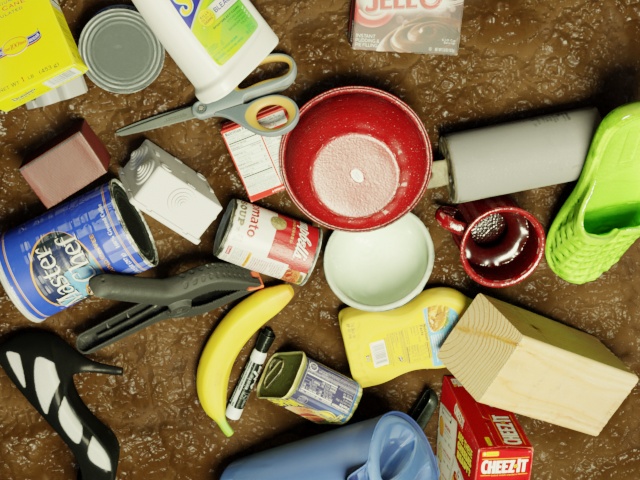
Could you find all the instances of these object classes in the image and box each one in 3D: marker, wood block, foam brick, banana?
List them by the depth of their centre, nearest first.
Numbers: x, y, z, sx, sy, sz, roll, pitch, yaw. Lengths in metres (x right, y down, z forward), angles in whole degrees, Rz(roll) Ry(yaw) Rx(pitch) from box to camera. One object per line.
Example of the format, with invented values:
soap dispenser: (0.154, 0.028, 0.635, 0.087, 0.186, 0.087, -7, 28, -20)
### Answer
foam brick: (-0.264, -0.080, 1.108, 0.078, 0.053, 0.051, -31, 112, 7)
wood block: (0.246, 0.141, 1.197, 0.205, 0.091, 0.090, 21, 108, -36)
banana: (-0.096, 0.125, 1.215, 0.069, 0.037, 0.198, 22, 107, -3)
marker: (-0.081, 0.154, 1.241, 0.020, 0.020, 0.121, 20, 108, -14)

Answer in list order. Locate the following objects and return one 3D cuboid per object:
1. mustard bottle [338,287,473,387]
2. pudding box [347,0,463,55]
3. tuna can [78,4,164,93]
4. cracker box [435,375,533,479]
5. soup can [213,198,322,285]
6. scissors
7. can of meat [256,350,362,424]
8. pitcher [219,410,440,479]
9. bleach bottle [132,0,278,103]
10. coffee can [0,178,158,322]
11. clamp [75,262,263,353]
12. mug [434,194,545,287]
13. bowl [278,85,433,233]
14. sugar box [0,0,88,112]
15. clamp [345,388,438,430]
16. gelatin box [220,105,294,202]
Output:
mustard bottle: (0.122, 0.103, 1.221, 0.191, 0.058, 0.096, -13, 114, -1)
pudding box: (0.088, -0.239, 1.089, 0.113, 0.039, 0.090, 2, 111, -7)
tuna can: (-0.200, -0.194, 1.078, 0.086, 0.034, 0.086, -2, 112, -5)
cracker box: (0.185, 0.289, 1.247, 0.072, 0.164, 0.214, 0, 112, -8)
soup can: (-0.058, 0.001, 1.155, 0.102, 0.068, 0.068, 19, 109, -13)
scissors: (-0.108, -0.123, 1.104, 0.202, 0.016, 0.096, -29, 73, 4)
can of meat: (-0.013, 0.169, 1.212, 0.083, 0.102, 0.057, 29, 72, -20)
pitcher: (0.009, 0.281, 1.210, 0.243, 0.145, 0.149, -20, 122, 34)
bleach bottle: (-0.154, -0.259, 1.030, 0.250, 0.068, 0.102, 50, 66, -20)
coffee can: (-0.256, 0.011, 1.118, 0.140, 0.103, 0.103, -25, 113, 4)
clamp: (-0.160, 0.057, 1.140, 0.209, 0.036, 0.165, -16, 159, -18)
mug: (0.179, -0.010, 1.169, 0.117, 0.081, 0.093, 16, 109, -13)
bowl: (0.035, -0.074, 1.095, 0.162, 0.055, 0.162, 1, 112, 3)
sugar box: (-0.299, -0.222, 1.011, 0.093, 0.048, 0.176, -25, 87, 4)
clamp: (0.096, 0.248, 1.286, 0.120, 0.039, 0.171, -12, 119, 12)
gelatin box: (-0.057, -0.095, 1.137, 0.073, 0.030, 0.089, -21, 112, 4)
